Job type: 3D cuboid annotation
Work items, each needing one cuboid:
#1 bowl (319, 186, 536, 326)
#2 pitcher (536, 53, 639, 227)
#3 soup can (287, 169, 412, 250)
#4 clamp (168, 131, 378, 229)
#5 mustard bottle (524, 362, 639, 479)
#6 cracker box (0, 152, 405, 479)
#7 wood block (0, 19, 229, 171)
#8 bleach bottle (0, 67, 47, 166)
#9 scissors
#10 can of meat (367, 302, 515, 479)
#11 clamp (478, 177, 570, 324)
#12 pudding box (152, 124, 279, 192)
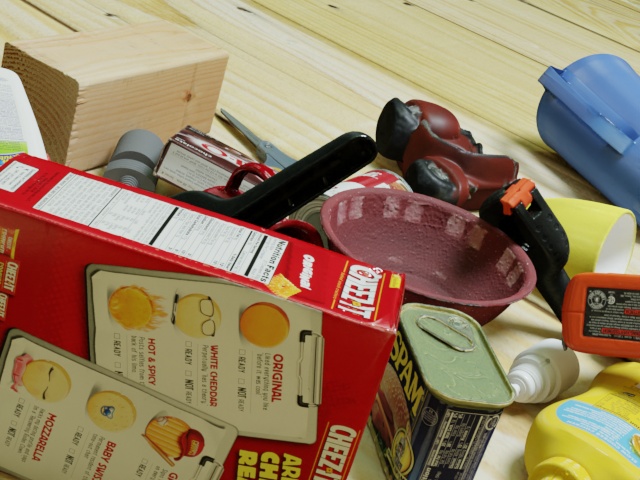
[{"bbox_3d":[0.070,0.023,0.771,0.162,0.055,0.162,14,26,-7],"label":"bowl"},{"bbox_3d":[0.343,-0.103,1.180,0.149,0.145,0.243,-13,37,-12],"label":"pitcher"},{"bbox_3d":[0.027,-0.017,0.890,0.069,0.068,0.102,30,29,24],"label":"soup can"},{"bbox_3d":[-0.070,0.012,0.677,0.210,0.036,0.164,-10,46,31],"label":"clamp"},{"bbox_3d":[0.188,0.138,0.692,0.096,0.058,0.191,32,29,31],"label":"mustard bottle"},{"bbox_3d":[-0.080,0.064,0.558,0.213,0.164,0.072,18,28,2],"label":"cracker box"},{"bbox_3d":[-0.186,-0.134,0.969,0.090,0.091,0.205,29,28,22],"label":"wood block"},{"bbox_3d":[-0.231,-0.045,0.700,0.102,0.068,0.251,-6,29,-18],"label":"bleach bottle"},{"bbox_3d":[-0.060,-0.080,1.021,0.202,0.016,0.096,33,30,31],"label":"scissors"},{"bbox_3d":[0.070,0.102,0.664,0.057,0.084,0.102,9,27,-16],"label":"can of meat"},{"bbox_3d":[0.158,0.006,0.858,0.120,0.171,0.039,24,63,38],"label":"clamp"},{"bbox_3d":[-0.076,-0.052,0.894,0.113,0.039,0.090,25,12,-3],"label":"pudding box"}]
